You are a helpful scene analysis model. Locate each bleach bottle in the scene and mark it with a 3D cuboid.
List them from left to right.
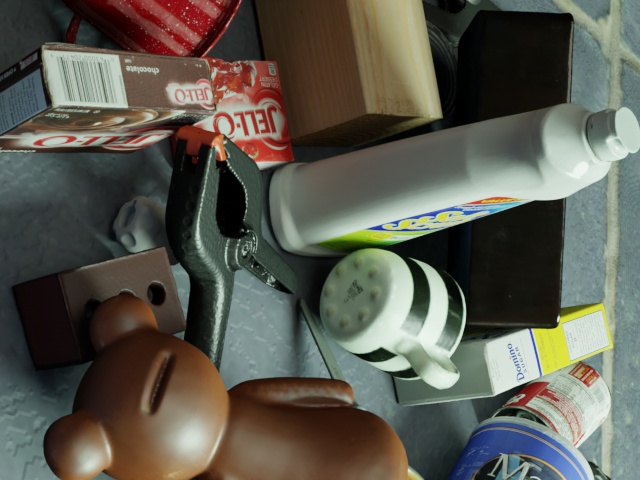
[{"bbox_3d":[0.086,-0.042,0.703,0.102,0.251,0.068,5,76,-45],"label":"bleach bottle"}]

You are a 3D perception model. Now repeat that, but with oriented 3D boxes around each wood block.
[{"bbox_3d":[0.013,-0.179,0.782,0.090,0.091,0.206,-4,82,-47],"label":"wood block"}]

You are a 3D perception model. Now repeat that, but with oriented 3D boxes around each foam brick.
[{"bbox_3d":[-0.125,0.039,0.612,0.078,0.051,0.053,-17,92,-47],"label":"foam brick"}]

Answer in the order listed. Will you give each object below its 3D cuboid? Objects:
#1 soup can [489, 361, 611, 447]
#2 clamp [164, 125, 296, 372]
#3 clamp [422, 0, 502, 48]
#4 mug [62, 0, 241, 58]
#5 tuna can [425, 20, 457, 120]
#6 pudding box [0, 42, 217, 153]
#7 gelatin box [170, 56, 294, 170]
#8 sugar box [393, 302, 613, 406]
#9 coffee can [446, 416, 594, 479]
[{"bbox_3d":[0.194,0.149,0.897,0.102,0.069,0.068,-28,100,-46],"label":"soup can"},{"bbox_3d":[-0.054,0.001,0.667,0.120,0.039,0.171,-50,146,-51],"label":"clamp"},{"bbox_3d":[0.124,-0.233,0.949,0.209,0.036,0.164,-15,91,-46],"label":"clamp"},{"bbox_3d":[-0.112,-0.147,0.659,0.081,0.093,0.117,35,93,-29],"label":"mug"},{"bbox_3d":[0.076,-0.136,0.877,0.085,0.034,0.086,14,70,-43],"label":"tuna can"},{"bbox_3d":[-0.130,-0.077,0.610,0.113,0.090,0.039,-1,78,-45],"label":"pudding box"},{"bbox_3d":[-0.062,-0.085,0.725,0.089,0.030,0.073,-5,83,-46],"label":"gelatin box"},{"bbox_3d":[0.146,0.088,0.846,0.175,0.094,0.048,-7,84,-47],"label":"sugar box"},{"bbox_3d":[0.130,0.215,0.789,0.102,0.103,0.140,57,47,-19],"label":"coffee can"}]
